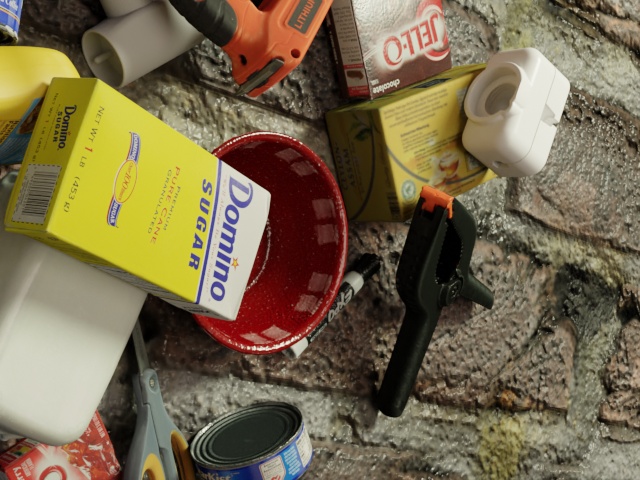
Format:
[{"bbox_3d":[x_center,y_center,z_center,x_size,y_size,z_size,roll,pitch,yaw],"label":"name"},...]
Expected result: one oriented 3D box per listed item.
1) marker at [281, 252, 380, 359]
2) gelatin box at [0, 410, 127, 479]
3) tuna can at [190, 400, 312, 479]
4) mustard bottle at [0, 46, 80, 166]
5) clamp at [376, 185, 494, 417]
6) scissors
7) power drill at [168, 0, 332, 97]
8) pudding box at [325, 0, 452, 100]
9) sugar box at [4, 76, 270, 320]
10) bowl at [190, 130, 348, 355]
[{"bbox_3d":[0.010,0.050,0.871,0.121,0.020,0.020,-45,120,-30],"label":"marker"},{"bbox_3d":[-0.168,0.166,0.711,0.073,0.030,0.089,-33,113,-35],"label":"gelatin box"},{"bbox_3d":[-0.049,0.154,0.779,0.086,0.086,0.034,-31,114,-36],"label":"tuna can"},{"bbox_3d":[-0.196,-0.077,0.625,0.191,0.096,0.058,-8,67,-56],"label":"mustard bottle"},{"bbox_3d":[0.092,0.045,0.888,0.164,0.036,0.210,-49,148,-26],"label":"clamp"},{"bbox_3d":[-0.126,0.114,0.733,0.096,0.016,0.202,-56,133,-64],"label":"scissors"},{"bbox_3d":[-0.078,-0.200,0.714,0.187,0.057,0.184,38,51,-19],"label":"power drill"},{"bbox_3d":[0.057,-0.173,0.887,0.113,0.039,0.090,-26,109,-38],"label":"pudding box"},{"bbox_3d":[-0.103,-0.019,0.649,0.176,0.048,0.093,30,72,-50],"label":"sugar box"},{"bbox_3d":[-0.055,0.001,0.785,0.161,0.055,0.162,-3,94,-42],"label":"bowl"}]
